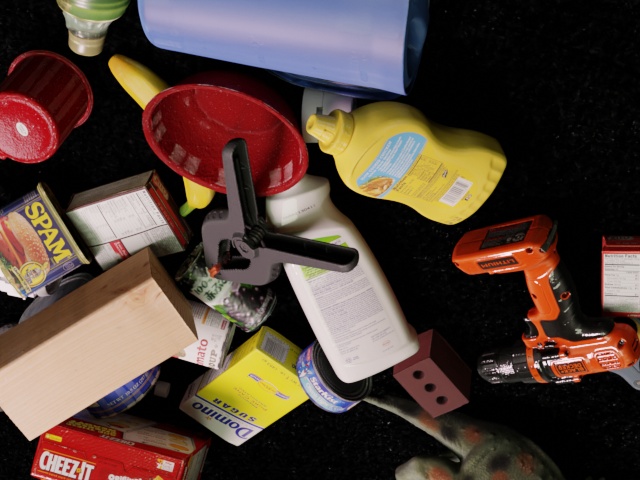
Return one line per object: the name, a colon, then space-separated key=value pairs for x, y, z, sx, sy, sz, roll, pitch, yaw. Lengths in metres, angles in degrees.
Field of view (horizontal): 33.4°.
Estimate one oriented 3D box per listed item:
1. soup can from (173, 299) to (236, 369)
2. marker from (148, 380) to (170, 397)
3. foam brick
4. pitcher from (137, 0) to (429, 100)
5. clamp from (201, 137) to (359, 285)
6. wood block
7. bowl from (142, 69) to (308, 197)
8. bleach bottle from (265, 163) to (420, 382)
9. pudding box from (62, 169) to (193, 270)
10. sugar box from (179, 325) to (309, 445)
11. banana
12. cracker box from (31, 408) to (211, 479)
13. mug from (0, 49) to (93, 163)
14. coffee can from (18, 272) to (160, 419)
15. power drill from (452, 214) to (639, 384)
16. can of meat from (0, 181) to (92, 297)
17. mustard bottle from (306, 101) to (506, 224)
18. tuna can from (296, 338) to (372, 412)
soup can: x=-0.152 y=0.102 z=1.217 sx=0.102 sy=0.068 sz=0.069 roll=16 pitch=128 yaw=1
marker: x=-0.247 y=0.171 z=1.323 sx=0.121 sy=0.020 sz=0.020 roll=14 pitch=128 yaw=3
foam brick: x=0.126 y=0.148 z=1.191 sx=0.053 sy=0.051 sz=0.078 roll=-30 pitch=114 yaw=30
pitcher: x=-0.027 y=-0.200 z=0.929 sx=0.243 sy=0.145 sz=0.149 roll=9 pitch=105 yaw=12
clamp: x=-0.057 y=0.001 z=1.055 sx=0.164 sy=0.036 sz=0.210 roll=42 pitch=147 yaw=0
wood block: x=-0.244 y=0.107 z=1.127 sx=0.206 sy=0.090 sz=0.090 roll=-31 pitch=115 yaw=1
bowl: x=-0.084 y=-0.111 z=1.012 sx=0.162 sy=0.055 sz=0.162 roll=11 pitch=148 yaw=7
bleach bottle: x=0.016 y=0.023 z=1.114 sx=0.102 sy=0.068 sz=0.251 roll=-25 pitch=114 yaw=-5
pudding box: x=-0.208 y=-0.020 z=1.159 sx=0.114 sy=0.039 sz=0.090 roll=-15 pitch=121 yaw=22
sugar box: x=-0.083 y=0.175 z=1.259 sx=0.093 sy=0.048 sz=0.177 roll=37 pitch=130 yaw=-14
banana: x=-0.149 y=-0.103 z=1.081 sx=0.070 sy=0.037 sz=0.198 roll=-8 pitch=124 yaw=18
cracker box: x=-0.230 y=0.256 z=1.268 sx=0.164 sy=0.213 sz=0.072 roll=14 pitch=88 yaw=3
mug: x=-0.293 y=-0.125 z=1.073 sx=0.093 sy=0.081 sz=0.117 roll=40 pitch=125 yaw=-16
coffee can: x=-0.266 y=0.122 z=1.239 sx=0.103 sy=0.102 sz=0.140 roll=-19 pitch=120 yaw=26
power drill: x=0.212 y=0.069 z=1.098 sx=0.185 sy=0.057 sz=0.187 roll=-16 pitch=119 yaw=37
can of meat: x=-0.310 y=0.000 z=1.154 sx=0.084 sy=0.057 sz=0.102 roll=-30 pitch=98 yaw=-4
mustard bottle: x=0.072 y=-0.079 z=0.989 sx=0.191 sy=0.058 sz=0.096 roll=17 pitch=130 yaw=-28
tuna can: x=0.015 y=0.149 z=1.199 sx=0.086 sy=0.086 sz=0.034 roll=38 pitch=127 yaw=-15
